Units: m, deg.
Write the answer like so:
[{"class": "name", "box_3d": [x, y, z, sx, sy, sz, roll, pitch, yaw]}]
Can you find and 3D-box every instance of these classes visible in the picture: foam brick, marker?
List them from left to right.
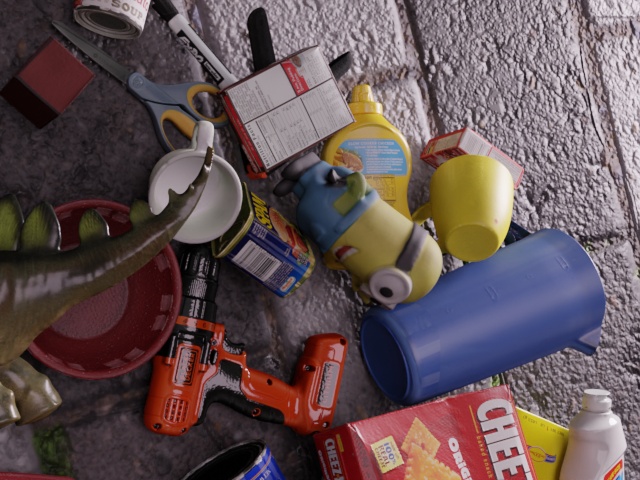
[{"class": "foam brick", "box_3d": [-0.247, -0.140, 0.958, 0.051, 0.078, 0.053, 42, 70, -18]}, {"class": "marker", "box_3d": [-0.123, -0.193, 1.051, 0.020, 0.020, 0.121, -43, 96, -24]}]

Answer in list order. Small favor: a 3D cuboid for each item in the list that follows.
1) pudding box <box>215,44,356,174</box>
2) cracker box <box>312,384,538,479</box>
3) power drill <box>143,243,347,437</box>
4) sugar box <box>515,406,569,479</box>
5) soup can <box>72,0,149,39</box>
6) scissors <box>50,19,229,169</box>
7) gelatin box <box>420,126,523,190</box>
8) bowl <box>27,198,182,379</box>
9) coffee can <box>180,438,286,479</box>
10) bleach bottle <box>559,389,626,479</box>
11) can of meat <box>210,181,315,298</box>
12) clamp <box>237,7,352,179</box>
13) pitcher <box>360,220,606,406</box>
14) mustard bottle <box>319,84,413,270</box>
[{"class": "pudding box", "box_3d": [-0.034, -0.129, 1.046, 0.113, 0.039, 0.090, -30, 102, -18]}, {"class": "cracker box", "box_3d": [0.114, 0.240, 1.037, 0.213, 0.072, 0.164, -7, 76, -35]}, {"class": "power drill", "box_3d": [-0.070, 0.108, 1.036, 0.187, 0.057, 0.184, 15, 82, -22]}, {"class": "sugar box", "box_3d": [0.209, 0.277, 1.165, 0.093, 0.048, 0.176, 24, 73, -25]}, {"class": "soup can", "box_3d": [-0.189, -0.249, 1.004, 0.068, 0.069, 0.102, 17, 78, -25]}, {"class": "scissors", "box_3d": [-0.161, -0.158, 1.038, 0.096, 0.016, 0.201, -45, 105, -25]}, {"class": "gelatin box", "box_3d": [0.166, -0.083, 1.164, 0.089, 0.073, 0.030, 33, 71, -21]}, {"class": "bowl", "box_3d": [-0.210, 0.045, 0.970, 0.161, 0.055, 0.162, 3, 83, -27]}, {"class": "coffee can", "box_3d": [-0.062, 0.272, 0.996, 0.102, 0.103, 0.140, -33, 99, -26]}, {"class": "bleach bottle", "box_3d": [0.292, 0.290, 1.166, 0.102, 0.068, 0.251, -3, 96, -47]}, {"class": "can of meat", "box_3d": [-0.057, 0.001, 1.029, 0.083, 0.102, 0.057, 36, 104, -22]}, {"class": "clamp", "box_3d": [-0.047, -0.148, 1.082, 0.120, 0.039, 0.171, 30, 73, -16]}, {"class": "pitcher", "box_3d": [0.162, 0.075, 1.127, 0.242, 0.149, 0.145, -19, 109, -24]}, {"class": "mustard bottle", "box_3d": [0.048, -0.067, 1.110, 0.096, 0.058, 0.191, -2, 86, -13]}]
